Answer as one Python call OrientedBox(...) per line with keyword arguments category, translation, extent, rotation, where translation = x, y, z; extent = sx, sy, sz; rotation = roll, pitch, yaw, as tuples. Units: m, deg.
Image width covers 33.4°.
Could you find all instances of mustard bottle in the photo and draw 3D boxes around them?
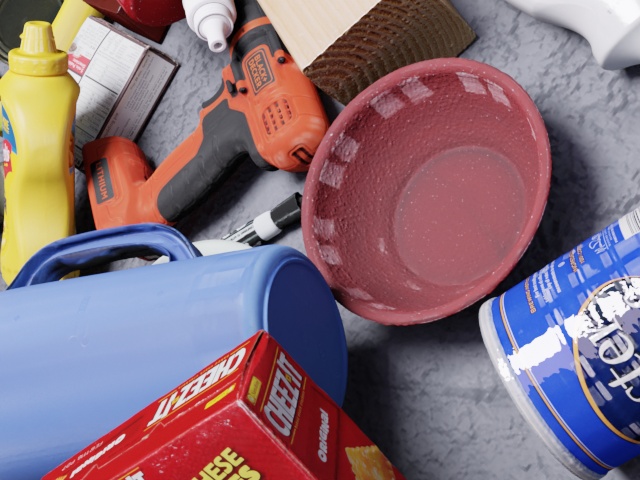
OrientedBox(category="mustard bottle", translation=(-0.204, -0.062, 0.775), extent=(0.096, 0.058, 0.192), rotation=(-125, 37, -63))

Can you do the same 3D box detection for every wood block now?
OrientedBox(category="wood block", translation=(0.003, -0.188, 0.713), extent=(0.091, 0.090, 0.206), rotation=(-41, 54, 17))

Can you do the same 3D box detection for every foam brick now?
OrientedBox(category="foam brick", translation=(-0.141, -0.206, 0.846), extent=(0.053, 0.051, 0.078), rotation=(27, 91, 39))

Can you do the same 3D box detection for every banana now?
OrientedBox(category="banana", translation=(-0.214, -0.157, 0.876), extent=(0.198, 0.037, 0.070), rotation=(-59, 9, -5))

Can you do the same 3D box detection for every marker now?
OrientedBox(category="marker", translation=(-0.055, 0.001, 0.731), extent=(0.121, 0.020, 0.020), rotation=(-30, 58, 24))

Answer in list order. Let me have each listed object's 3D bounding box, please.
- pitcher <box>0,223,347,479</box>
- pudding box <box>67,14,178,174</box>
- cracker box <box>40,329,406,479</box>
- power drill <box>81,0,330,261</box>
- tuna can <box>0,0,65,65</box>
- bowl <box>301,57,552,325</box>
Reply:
OrientedBox(category="pitcher", translation=(-0.110, 0.068, 0.628), extent=(0.243, 0.144, 0.149), rotation=(-13, 97, 26))
OrientedBox(category="pudding box", translation=(-0.175, -0.113, 0.846), extent=(0.090, 0.039, 0.113), rotation=(32, 95, 38))
OrientedBox(category="cracker box", translation=(-0.024, 0.171, 0.535), extent=(0.164, 0.213, 0.072), rotation=(-35, 17, 22))
OrientedBox(category="power drill", translation=(-0.086, -0.087, 0.760), extent=(0.188, 0.057, 0.184), rotation=(-36, 49, 21))
OrientedBox(category="tuna can", translation=(-0.248, -0.190, 0.895), extent=(0.034, 0.086, 0.086), rotation=(41, 99, 39))
OrientedBox(category="bowl", translation=(0.069, -0.023, 0.628), extent=(0.162, 0.055, 0.162), rotation=(-13, 67, 32))
